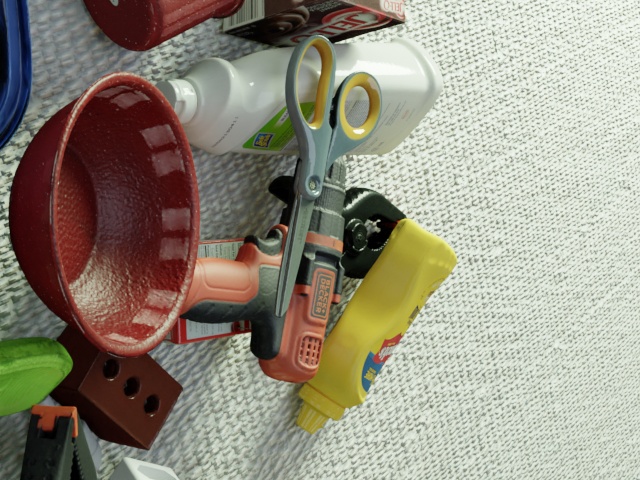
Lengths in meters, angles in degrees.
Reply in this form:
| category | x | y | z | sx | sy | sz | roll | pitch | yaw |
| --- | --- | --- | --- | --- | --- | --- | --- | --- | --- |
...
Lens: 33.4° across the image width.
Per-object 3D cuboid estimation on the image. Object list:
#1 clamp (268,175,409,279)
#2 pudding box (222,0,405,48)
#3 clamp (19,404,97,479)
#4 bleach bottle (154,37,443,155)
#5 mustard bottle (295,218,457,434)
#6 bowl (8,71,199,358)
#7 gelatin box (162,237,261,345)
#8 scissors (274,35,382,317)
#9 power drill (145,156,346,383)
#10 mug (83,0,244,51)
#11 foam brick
| category | x | y | z | sx | sy | sz | roll | pitch | yaw |
| --- | --- | --- | --- | --- | --- | --- | --- | --- | --- |
| clamp | 0.015 | -0.011 | 0.899 | 0.171 | 0.039 | 0.120 | -28 | 119 | -49 |
| pudding box | -0.005 | -0.178 | 0.813 | 0.089 | 0.114 | 0.039 | 6 | 82 | -48 |
| clamp | -0.159 | 0.204 | 0.640 | 0.164 | 0.036 | 0.210 | -71 | 162 | -72 |
| bleach bottle | -0.019 | -0.110 | 0.815 | 0.250 | 0.103 | 0.068 | -6 | 54 | -47 |
| mustard bottle | 0.040 | 0.077 | 0.890 | 0.191 | 0.058 | 0.096 | -56 | 166 | -4 |
| bowl | -0.129 | -0.014 | 0.612 | 0.162 | 0.055 | 0.162 | 0 | 90 | -69 |
| gelatin box | -0.083 | 0.036 | 0.797 | 0.089 | 0.030 | 0.073 | -5 | 94 | -47 |
| scissors | 0.006 | -0.046 | 0.773 | 0.096 | 0.016 | 0.202 | 2 | 88 | -40 |
| power drill | -0.055 | 0.001 | 0.761 | 0.187 | 0.057 | 0.184 | 18 | 76 | -44 |
| mug | -0.102 | -0.182 | 0.707 | 0.081 | 0.117 | 0.093 | -37 | 95 | -36 |
| foam brick | -0.142 | 0.096 | 0.717 | 0.078 | 0.051 | 0.053 | 50 | 56 | -37 |
